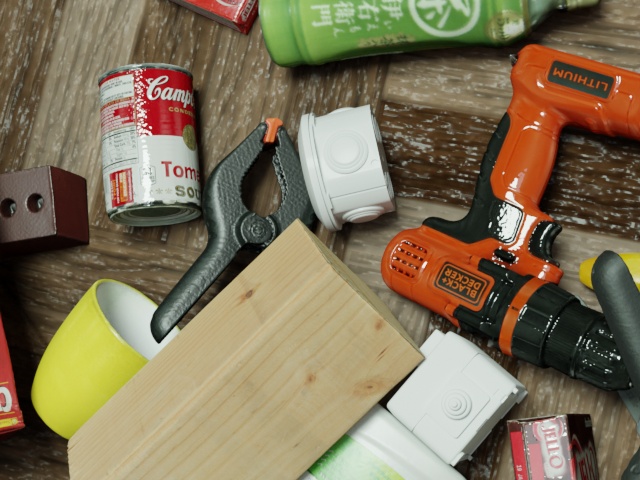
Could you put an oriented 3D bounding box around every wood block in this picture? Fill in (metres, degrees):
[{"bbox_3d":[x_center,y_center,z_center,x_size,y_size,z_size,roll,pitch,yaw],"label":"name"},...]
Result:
[{"bbox_3d":[-0.050,0.098,0.657,0.206,0.091,0.090,-44,113,4],"label":"wood block"}]

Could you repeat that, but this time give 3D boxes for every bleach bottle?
[{"bbox_3d":[-0.024,0.217,0.660,0.103,0.068,0.250,39,82,14],"label":"bleach bottle"}]

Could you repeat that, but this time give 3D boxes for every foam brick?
[{"bbox_3d":[-0.217,-0.020,0.785,0.078,0.051,0.053,-10,79,14],"label":"foam brick"}]

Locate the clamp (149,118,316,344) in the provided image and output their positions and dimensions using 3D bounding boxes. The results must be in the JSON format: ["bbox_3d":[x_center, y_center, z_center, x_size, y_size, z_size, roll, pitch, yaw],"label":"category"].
[{"bbox_3d":[-0.055,0.001,0.729,0.120,0.039,0.171,2,77,-17],"label":"clamp"}]

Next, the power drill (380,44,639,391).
[{"bbox_3d":[0.147,-0.018,0.664,0.185,0.057,0.187,26,86,32],"label":"power drill"}]

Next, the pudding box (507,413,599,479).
[{"bbox_3d":[0.141,0.147,0.625,0.039,0.113,0.090,-8,79,17],"label":"pudding box"}]

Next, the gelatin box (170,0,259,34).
[{"bbox_3d":[-0.078,-0.204,0.786,0.089,0.030,0.073,27,89,18],"label":"gelatin box"}]

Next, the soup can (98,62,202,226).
[{"bbox_3d":[-0.121,-0.066,0.757,0.068,0.068,0.102,-8,79,14],"label":"soup can"}]
